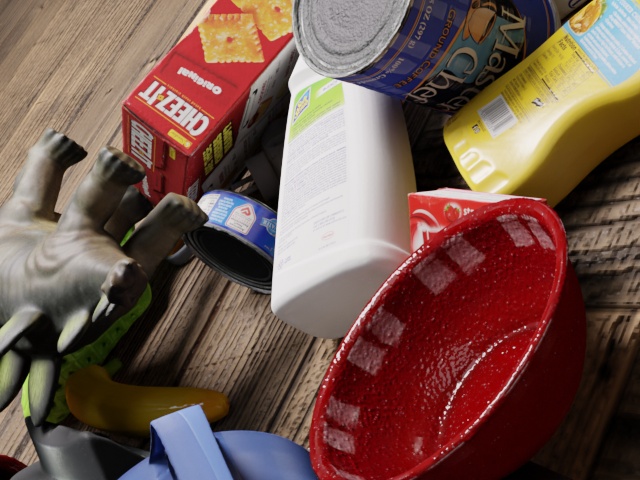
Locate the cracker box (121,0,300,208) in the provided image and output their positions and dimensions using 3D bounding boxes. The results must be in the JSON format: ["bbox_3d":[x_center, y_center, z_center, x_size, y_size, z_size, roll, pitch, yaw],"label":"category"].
[{"bbox_3d":[-0.066,-0.126,0.836,0.213,0.072,0.164,-52,-6,-22],"label":"cracker box"}]

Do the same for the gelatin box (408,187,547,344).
[{"bbox_3d":[0.083,0.011,0.575,0.089,0.030,0.073,12,108,58],"label":"gelatin box"}]

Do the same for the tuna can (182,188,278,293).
[{"bbox_3d":[-0.055,0.001,0.765,0.086,0.086,0.033,-3,51,53],"label":"tuna can"}]

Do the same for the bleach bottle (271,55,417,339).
[{"bbox_3d":[0.020,-0.065,0.709,0.103,0.068,0.251,-27,47,37],"label":"bleach bottle"}]

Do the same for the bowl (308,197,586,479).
[{"bbox_3d":[0.067,0.060,0.491,0.162,0.055,0.162,-44,20,21],"label":"bowl"}]

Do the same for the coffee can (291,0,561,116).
[{"bbox_3d":[0.068,-0.135,0.666,0.103,0.140,0.103,-11,74,46],"label":"coffee can"}]

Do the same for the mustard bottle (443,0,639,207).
[{"bbox_3d":[0.162,-0.094,0.603,0.192,0.058,0.096,-40,32,18],"label":"mustard bottle"}]

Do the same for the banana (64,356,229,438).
[{"bbox_3d":[-0.142,0.115,0.784,0.069,0.037,0.198,-37,24,-26],"label":"banana"}]
